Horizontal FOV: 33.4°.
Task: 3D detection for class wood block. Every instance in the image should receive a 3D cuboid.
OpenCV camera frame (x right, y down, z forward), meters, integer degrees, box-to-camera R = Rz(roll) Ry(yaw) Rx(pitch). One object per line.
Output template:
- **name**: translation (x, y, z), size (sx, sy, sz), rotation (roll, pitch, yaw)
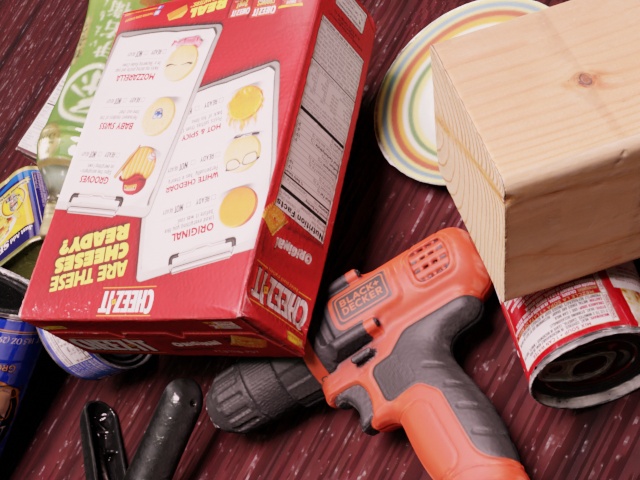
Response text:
- **wood block**: translation (0.163, -0.060, 0.480), size (0.206, 0.090, 0.091), rotation (-17, 53, -3)

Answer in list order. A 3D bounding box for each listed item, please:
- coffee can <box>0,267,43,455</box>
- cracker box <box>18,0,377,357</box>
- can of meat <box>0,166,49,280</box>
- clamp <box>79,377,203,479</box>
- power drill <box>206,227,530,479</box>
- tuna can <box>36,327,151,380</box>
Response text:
- **coffee can**: translation (-0.245, 0.091, 0.701), size (0.103, 0.102, 0.140), rotation (30, 101, 42)
- **cracker box**: translation (-0.067, -0.042, 0.620), size (0.164, 0.072, 0.213), rotation (-3, 63, 35)
- **can of meat**: translation (-0.225, 0.006, 0.791), size (0.102, 0.057, 0.084), rotation (-36, 47, 13)
- **clamp**: translation (-0.111, 0.161, 0.623), size (0.120, 0.039, 0.171), rotation (-35, 48, 46)
- **power drill**: translation (0.031, 0.103, 0.553), size (0.185, 0.057, 0.188), rotation (-34, 50, 16)
- **tuna can**: translation (-0.145, 0.046, 0.691), size (0.034, 0.086, 0.086), rotation (-22, 54, 26)
